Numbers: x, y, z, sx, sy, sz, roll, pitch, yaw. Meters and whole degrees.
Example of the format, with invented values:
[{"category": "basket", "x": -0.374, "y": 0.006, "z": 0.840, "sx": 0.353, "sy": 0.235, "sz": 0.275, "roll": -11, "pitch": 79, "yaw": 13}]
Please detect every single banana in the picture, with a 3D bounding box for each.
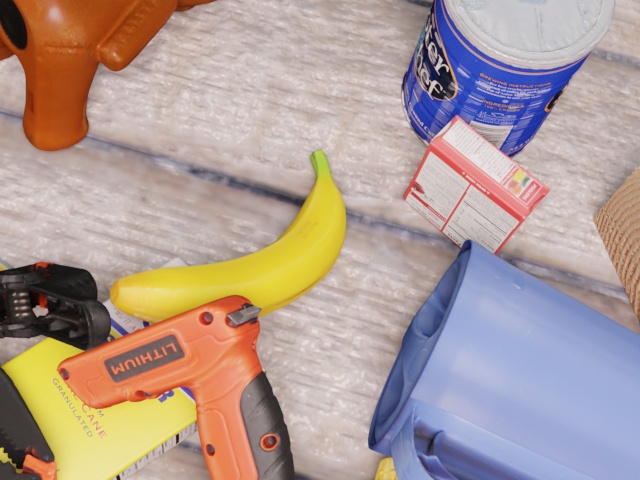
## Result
[{"category": "banana", "x": -0.039, "y": 0.012, "z": 0.644, "sx": 0.069, "sy": 0.037, "sz": 0.197, "roll": 44, "pitch": 45, "yaw": 9}]

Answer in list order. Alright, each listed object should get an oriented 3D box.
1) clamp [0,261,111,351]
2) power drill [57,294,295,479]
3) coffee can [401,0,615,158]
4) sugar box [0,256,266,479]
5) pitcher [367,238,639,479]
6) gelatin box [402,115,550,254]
[{"category": "clamp", "x": -0.155, "y": 0.035, "z": 0.574, "sx": 0.120, "sy": 0.171, "sz": 0.039, "roll": 4, "pitch": 99, "yaw": 5}, {"category": "power drill", "x": -0.067, "y": 0.135, "z": 0.558, "sx": 0.184, "sy": 0.057, "sz": 0.187, "roll": -23, "pitch": 89, "yaw": 11}, {"category": "coffee can", "x": 0.114, "y": -0.123, "z": 0.682, "sx": 0.102, "sy": 0.140, "sz": 0.103, "roll": 2, "pitch": 69, "yaw": -6}, {"category": "sugar box", "x": -0.129, "y": 0.093, "z": 0.626, "sx": 0.176, "sy": 0.048, "sz": 0.093, "roll": -34, "pitch": 76, "yaw": -16}, {"category": "pitcher", "x": 0.155, "y": 0.115, "z": 0.604, "sx": 0.243, "sy": 0.145, "sz": 0.149, "roll": 26, "pitch": 82, "yaw": 1}, {"category": "gelatin box", "x": 0.096, "y": -0.029, "z": 0.673, "sx": 0.073, "sy": 0.089, "sz": 0.030, "roll": 40, "pitch": 69, "yaw": 9}]
